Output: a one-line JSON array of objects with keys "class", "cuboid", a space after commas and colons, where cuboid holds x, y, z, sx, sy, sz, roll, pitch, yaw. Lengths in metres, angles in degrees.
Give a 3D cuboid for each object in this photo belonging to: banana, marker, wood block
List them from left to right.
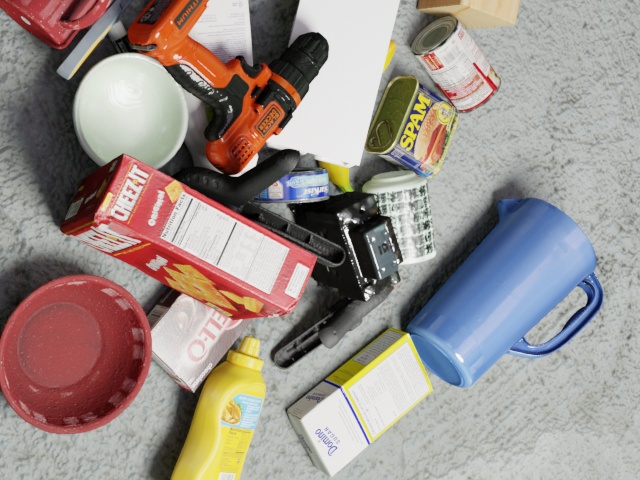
[{"class": "marker", "cuboid": [-0.186, -0.171, 1.108, 0.020, 0.020, 0.121, -38, 115, -24]}, {"class": "banana", "cuboid": [0.036, -0.151, 1.249, 0.069, 0.037, 0.198, 20, 87, -52]}, {"class": "wood block", "cuboid": [0.195, -0.370, 1.287, 0.090, 0.091, 0.206, 11, 90, -33]}]

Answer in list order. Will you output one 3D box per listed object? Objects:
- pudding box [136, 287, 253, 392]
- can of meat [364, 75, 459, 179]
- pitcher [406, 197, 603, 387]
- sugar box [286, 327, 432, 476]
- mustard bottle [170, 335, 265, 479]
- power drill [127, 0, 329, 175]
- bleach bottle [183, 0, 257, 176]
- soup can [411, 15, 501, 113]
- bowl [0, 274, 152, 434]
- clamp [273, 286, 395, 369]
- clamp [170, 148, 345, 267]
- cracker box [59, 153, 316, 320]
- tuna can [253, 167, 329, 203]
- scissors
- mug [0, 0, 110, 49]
[{"class": "pudding box", "cuboid": [-0.138, 0.093, 1.163, 0.113, 0.039, 0.090, -50, 119, -18]}, {"class": "can of meat", "cuboid": [0.113, -0.134, 1.286, 0.083, 0.058, 0.102, 27, 81, -35]}, {"class": "pitcher", "cuboid": [0.232, 0.076, 1.345, 0.242, 0.149, 0.145, -43, 130, -17]}, {"class": "sugar box", "cuboid": [0.049, 0.194, 1.296, 0.176, 0.048, 0.093, -34, 114, -21]}, {"class": "mustard bottle", "cuboid": [-0.105, 0.199, 1.180, 0.096, 0.058, 0.191, 27, 80, -60]}, {"class": "power drill", "cuboid": [-0.087, -0.186, 1.069, 0.184, 0.057, 0.187, -54, 126, -17]}, {"class": "bleach bottle", "cuboid": [-0.118, -0.150, 1.130, 0.102, 0.068, 0.251, -12, 105, -33]}, {"class": "soup can", "cuboid": [0.166, -0.214, 1.303, 0.102, 0.069, 0.068, 47, 71, -28]}, {"class": "bowl", "cuboid": [-0.255, 0.111, 1.079, 0.161, 0.055, 0.162, -5, 99, -33]}, {"class": "clamp", "cuboid": [0.020, 0.094, 1.247, 0.171, 0.120, 0.039, -34, 96, -45]}, {"class": "clamp", "cuboid": [-0.085, -0.042, 1.082, 0.164, 0.210, 0.036, 74, 33, -49]}, {"class": "cracker box", "cuboid": [-0.134, 0.005, 1.051, 0.213, 0.164, 0.072, 28, 74, -20]}, {"class": "tuna can", "cuboid": [-0.033, -0.062, 1.183, 0.085, 0.086, 0.034, -7, 99, -32]}, {"class": "scissors", "cuboid": [-0.199, -0.231, 1.056, 0.016, 0.096, 0.201, 39, 66, -14]}, {"class": "mug", "cuboid": [-0.245, -0.232, 1.008, 0.081, 0.117, 0.093, -55, 149, -9]}]
